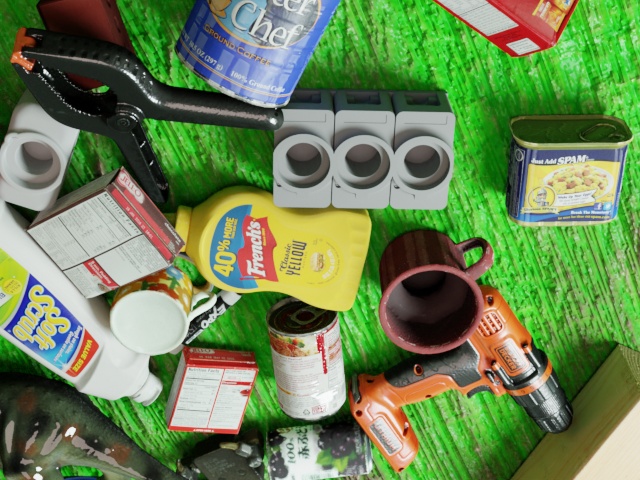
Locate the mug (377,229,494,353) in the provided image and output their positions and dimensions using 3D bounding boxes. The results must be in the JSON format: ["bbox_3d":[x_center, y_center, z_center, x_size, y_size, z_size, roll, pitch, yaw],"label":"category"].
[{"bbox_3d":[0.105,0.035,0.967,0.117,0.081,0.093,-37,113,17],"label":"mug"}]

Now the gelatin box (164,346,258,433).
[{"bbox_3d":[-0.107,0.146,1.043,0.073,0.030,0.089,6,121,-21],"label":"gelatin box"}]

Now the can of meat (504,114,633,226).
[{"bbox_3d":[0.214,-0.060,0.932,0.102,0.057,0.084,-1,121,0],"label":"can of meat"}]

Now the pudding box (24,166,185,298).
[{"bbox_3d":[-0.187,-0.004,0.926,0.114,0.039,0.090,-22,116,32],"label":"pudding box"}]

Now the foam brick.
[{"bbox_3d":[-0.187,-0.168,0.865,0.051,0.053,0.078,-14,119,6],"label":"foam brick"}]

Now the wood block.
[{"bbox_3d":[0.285,0.219,1.069,0.090,0.090,0.206,24,116,-14],"label":"wood block"}]

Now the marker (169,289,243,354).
[{"bbox_3d":[-0.102,0.066,1.014,0.121,0.020,0.020,-40,113,19],"label":"marker"}]

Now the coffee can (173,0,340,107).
[{"bbox_3d":[-0.039,-0.190,0.828,0.102,0.103,0.140,24,116,-14],"label":"coffee can"}]

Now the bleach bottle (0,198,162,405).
[{"bbox_3d":[-0.240,0.066,0.987,0.103,0.068,0.250,-39,115,18],"label":"bleach bottle"}]

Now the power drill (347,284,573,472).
[{"bbox_3d":[0.136,0.152,1.048,0.188,0.057,0.184,-31,111,12],"label":"power drill"}]

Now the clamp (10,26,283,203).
[{"bbox_3d":[-0.144,-0.109,0.848,0.165,0.036,0.209,-24,139,31],"label":"clamp"}]

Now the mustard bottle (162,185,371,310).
[{"bbox_3d":[-0.056,0.001,0.957,0.191,0.058,0.096,10,110,-6],"label":"mustard bottle"}]

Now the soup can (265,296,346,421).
[{"bbox_3d":[-0.013,0.112,1.014,0.068,0.068,0.102,-6,119,1],"label":"soup can"}]
